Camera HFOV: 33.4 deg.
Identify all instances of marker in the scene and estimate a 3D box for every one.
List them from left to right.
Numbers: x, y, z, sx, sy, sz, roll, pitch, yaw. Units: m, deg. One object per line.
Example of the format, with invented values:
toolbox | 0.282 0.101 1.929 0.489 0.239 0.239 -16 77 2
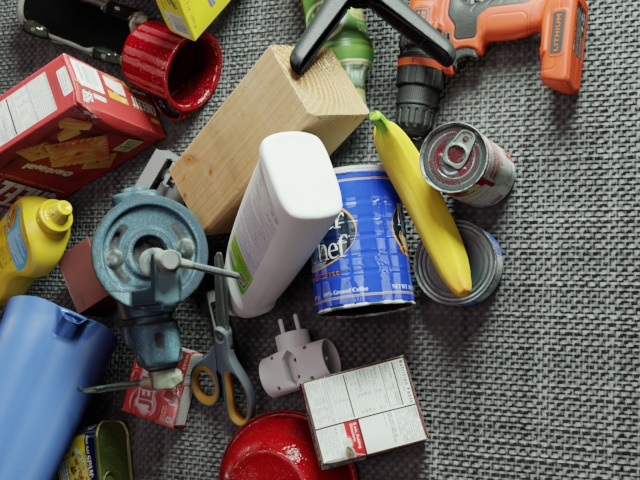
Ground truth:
marker | -0.113 0.088 1.195 0.020 0.020 0.121 -21 75 22

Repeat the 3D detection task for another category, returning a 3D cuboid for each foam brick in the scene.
foam brick | -0.264 0.044 1.256 0.053 0.051 0.078 -31 71 20

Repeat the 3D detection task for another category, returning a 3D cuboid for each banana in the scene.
banana | 0.096 -0.037 1.039 0.037 0.069 0.198 -27 94 24

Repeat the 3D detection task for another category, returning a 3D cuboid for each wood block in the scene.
wood block | -0.057 -0.101 1.115 0.206 0.090 0.090 -44 66 37

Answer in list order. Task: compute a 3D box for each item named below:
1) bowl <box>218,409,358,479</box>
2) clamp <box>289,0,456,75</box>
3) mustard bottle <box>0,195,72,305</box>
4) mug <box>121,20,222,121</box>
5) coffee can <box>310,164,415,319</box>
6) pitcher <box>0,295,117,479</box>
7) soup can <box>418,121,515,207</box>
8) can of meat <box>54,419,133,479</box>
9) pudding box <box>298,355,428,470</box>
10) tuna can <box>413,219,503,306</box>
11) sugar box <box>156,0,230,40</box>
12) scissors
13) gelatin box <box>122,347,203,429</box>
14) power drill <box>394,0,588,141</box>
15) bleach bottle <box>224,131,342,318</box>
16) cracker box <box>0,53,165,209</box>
bowl | -0.044 0.260 1.109 0.162 0.055 0.162 -1 88 21
clamp | 0.049 -0.249 1.078 0.164 0.036 0.210 2 59 -7
mustard bottle | -0.346 0.001 1.261 0.192 0.058 0.096 -33 63 43
mug | -0.174 -0.194 1.232 0.082 0.093 0.117 25 131 31
coffee can | 0.038 0.003 1.086 0.103 0.102 0.140 -11 79 24
pitcher | -0.331 0.196 1.186 0.145 0.149 0.242 6 62 24
soup can | 0.146 -0.072 1.044 0.069 0.102 0.068 -4 82 25
can of meat | -0.267 0.262 1.226 0.084 0.057 0.102 -14 77 26
pudding box | 0.043 0.173 1.075 0.113 0.039 0.090 -14 75 -5
tuna can | 0.139 0.024 1.072 0.086 0.033 0.086 -4 82 25
sugar box | -0.112 -0.313 1.167 0.048 0.093 0.176 27 66 27
scissors | -0.118 0.107 1.152 0.096 0.016 0.202 -1 109 39
gelatin box | -0.180 0.161 1.211 0.073 0.030 0.089 14 89 27
power drill | 0.166 -0.187 1.074 0.188 0.057 0.184 6 86 26
bleach bottle | -0.057 0.001 1.092 0.251 0.068 0.102 -56 47 53
cracker box | -0.315 -0.114 1.240 0.214 0.164 0.072 -29 70 20
